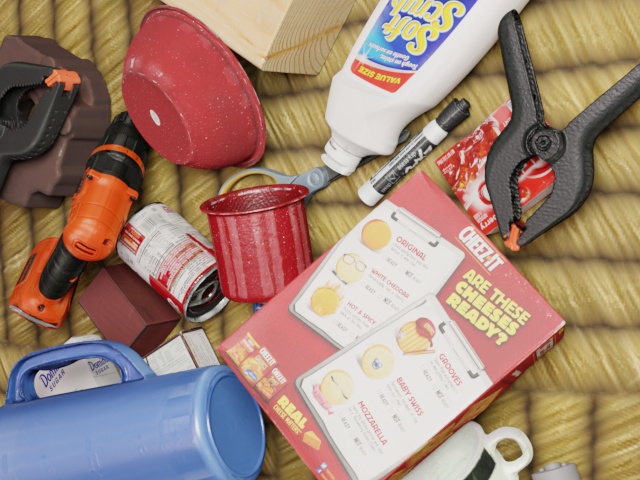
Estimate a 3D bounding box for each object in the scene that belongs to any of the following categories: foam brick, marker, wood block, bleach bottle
[{"bbox_3d":[-0.185,0.067,1.029,0.078,0.052,0.051,50,117,19],"label":"foam brick"},{"bbox_3d":[0.077,-0.073,0.871,0.121,0.020,0.020,-44,72,27],"label":"marker"},{"bbox_3d":[-0.081,-0.232,0.915,0.206,0.090,0.090,37,113,24],"label":"wood block"},{"bbox_3d":[0.083,-0.153,0.828,0.103,0.067,0.251,45,114,25],"label":"bleach bottle"}]

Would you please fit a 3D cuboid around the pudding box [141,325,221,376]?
[{"bbox_3d":[-0.128,0.151,1.010,0.090,0.039,0.113,-33,80,28],"label":"pudding box"}]

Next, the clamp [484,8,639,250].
[{"bbox_3d":[0.158,-0.080,0.772,0.120,0.039,0.171,32,107,25],"label":"clamp"}]

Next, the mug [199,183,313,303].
[{"bbox_3d":[-0.056,0.001,0.908,0.117,0.093,0.081,14,117,55],"label":"mug"}]

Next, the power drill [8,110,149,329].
[{"bbox_3d":[-0.224,-0.017,1.009,0.057,0.184,0.188,27,131,-15],"label":"power drill"}]

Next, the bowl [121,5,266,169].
[{"bbox_3d":[-0.122,-0.118,0.922,0.162,0.055,0.162,36,149,26],"label":"bowl"}]

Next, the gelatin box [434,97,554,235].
[{"bbox_3d":[0.143,-0.058,0.823,0.089,0.030,0.073,-40,74,29],"label":"gelatin box"}]

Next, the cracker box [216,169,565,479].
[{"bbox_3d":[0.054,0.079,0.823,0.213,0.072,0.164,-41,71,0],"label":"cracker box"}]

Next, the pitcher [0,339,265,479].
[{"bbox_3d":[-0.177,0.175,0.946,0.243,0.145,0.149,-17,127,25],"label":"pitcher"}]

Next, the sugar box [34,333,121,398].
[{"bbox_3d":[-0.225,0.191,1.071,0.093,0.048,0.176,-37,71,28],"label":"sugar box"}]

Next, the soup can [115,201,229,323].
[{"bbox_3d":[-0.132,0.019,0.982,0.102,0.068,0.069,39,113,24],"label":"soup can"}]

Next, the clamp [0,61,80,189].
[{"bbox_3d":[-0.316,-0.120,1.040,0.210,0.036,0.164,-35,76,30],"label":"clamp"}]

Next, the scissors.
[{"bbox_3d":[-0.005,-0.034,0.928,0.202,0.016,0.096,-7,92,33],"label":"scissors"}]
